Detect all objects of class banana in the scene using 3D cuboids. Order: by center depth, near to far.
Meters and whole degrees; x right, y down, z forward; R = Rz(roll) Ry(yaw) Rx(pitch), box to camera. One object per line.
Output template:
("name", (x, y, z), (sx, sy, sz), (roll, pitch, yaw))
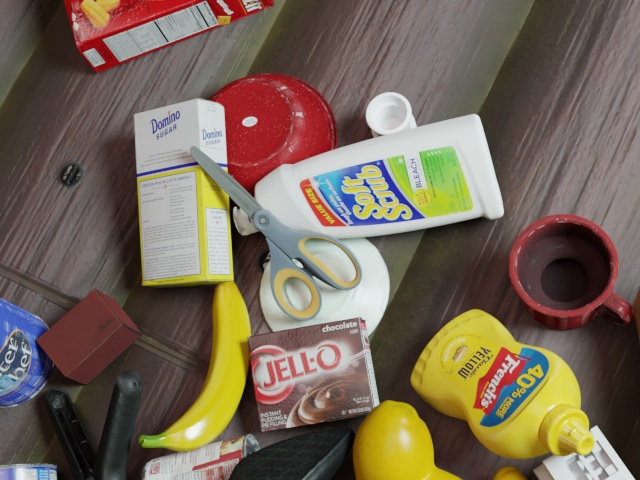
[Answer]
("banana", (-0.100, 0.124, 1.002), (0.037, 0.069, 0.197), (-26, 31, 43))

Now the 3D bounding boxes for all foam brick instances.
("foam brick", (-0.228, 0.096, 1.057), (0.078, 0.051, 0.053), (-41, 69, -2))

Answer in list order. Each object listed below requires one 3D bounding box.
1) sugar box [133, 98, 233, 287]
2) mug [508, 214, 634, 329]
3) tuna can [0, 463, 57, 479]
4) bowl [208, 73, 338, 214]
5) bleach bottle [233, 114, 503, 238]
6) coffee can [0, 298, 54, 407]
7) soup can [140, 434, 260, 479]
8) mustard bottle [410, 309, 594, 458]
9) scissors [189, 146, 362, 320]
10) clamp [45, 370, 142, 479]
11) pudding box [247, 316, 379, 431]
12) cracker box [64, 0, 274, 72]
("sugar box", (-0.135, -0.044, 1.049), (0.094, 0.048, 0.176), (-6, 82, 37))
("mug", (0.227, 0.039, 0.952), (0.117, 0.081, 0.093), (32, 82, 20))
("tuna can", (-0.292, 0.234, 1.009), (0.086, 0.086, 0.034), (-10, 72, 10))
("bowl", (-0.066, -0.108, 1.083), (0.162, 0.055, 0.162), (-4, 71, 11))
("bleach bottle", (0.041, -0.042, 1.022), (0.251, 0.068, 0.102), (-15, 106, 12))
("coffee can", (-0.333, 0.100, 1.032), (0.103, 0.140, 0.103), (-4, 72, 12))
("soup can", (-0.105, 0.223, 0.978), (0.102, 0.068, 0.068), (-16, 70, 8))
("mustard bottle", (0.161, 0.130, 0.898), (0.096, 0.058, 0.192), (-45, 32, -8))
("scissors", (-0.057, 0.001, 1.008), (0.202, 0.016, 0.096), (30, 100, 2))
("clamp", (-0.199, 0.223, 0.983), (0.165, 0.036, 0.210), (-29, 68, 48))
("pudding box", (-0.007, 0.125, 0.995), (0.113, 0.039, 0.090), (-11, 81, 9))
("cracker box", (-0.177, -0.300, 1.162), (0.214, 0.072, 0.164), (-20, 70, 6))
